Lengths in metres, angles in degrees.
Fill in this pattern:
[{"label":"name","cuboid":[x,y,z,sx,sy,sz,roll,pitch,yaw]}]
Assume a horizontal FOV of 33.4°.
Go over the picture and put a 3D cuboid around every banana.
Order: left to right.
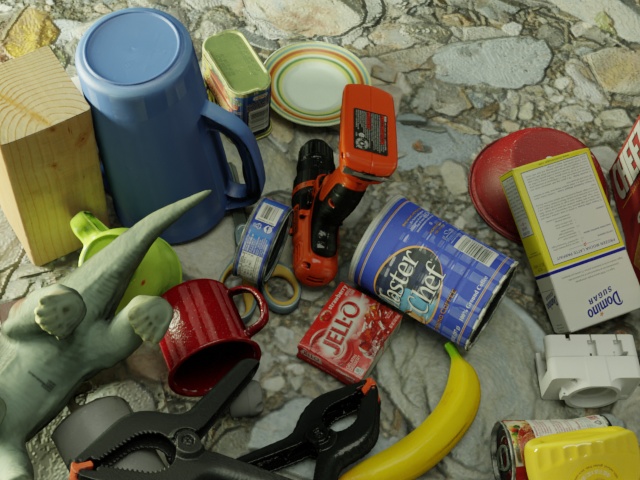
[{"label":"banana","cuboid":[0.098,0.181,1.016,0.070,0.037,0.197,19,52,37]}]

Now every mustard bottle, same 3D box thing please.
[{"label":"mustard bottle","cuboid":[0.239,0.263,0.926,0.096,0.058,0.191,-8,88,-7]}]

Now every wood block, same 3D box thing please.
[{"label":"wood block","cuboid":[-0.274,-0.076,1.051,0.090,0.206,0.091,-26,63,-20]}]

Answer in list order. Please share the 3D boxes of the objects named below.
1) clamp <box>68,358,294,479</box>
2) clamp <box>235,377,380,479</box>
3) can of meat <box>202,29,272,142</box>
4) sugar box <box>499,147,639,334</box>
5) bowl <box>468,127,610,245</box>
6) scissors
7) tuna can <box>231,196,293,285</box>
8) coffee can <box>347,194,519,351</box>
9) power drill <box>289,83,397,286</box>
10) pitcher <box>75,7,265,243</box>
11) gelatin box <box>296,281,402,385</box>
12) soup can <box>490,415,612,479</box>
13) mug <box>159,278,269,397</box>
[{"label":"clamp","cuboid":[-0.108,0.188,0.915,0.209,0.036,0.165,-13,49,-32]},{"label":"clamp","cuboid":[0.005,0.197,0.981,0.171,0.039,0.120,-38,52,-22]},{"label":"can of meat","cuboid":[-0.094,-0.174,1.201,0.057,0.084,0.102,-23,62,-18]},{"label":"sugar box","cuboid":[0.259,0.000,1.100,0.093,0.048,0.176,-17,87,-13]},{"label":"bowl","cuboid":[0.248,-0.071,1.178,0.162,0.055,0.162,2,57,-4]},{"label":"scissors","cuboid":[-0.063,0.002,1.130,0.096,0.016,0.201,7,57,-2]},{"label":"tuna can","cuboid":[-0.057,0.001,1.069,0.034,0.086,0.086,21,58,5]},{"label":"coffee can","cuboid":[0.113,0.031,1.072,0.140,0.103,0.102,31,60,15]},{"label":"power drill","cuboid":[0.018,-0.070,1.083,0.057,0.188,0.184,9,54,-15]},{"label":"pitcher","cuboid":[-0.153,-0.111,1.058,0.149,0.243,0.145,-28,62,-14]},{"label":"gelatin box","cuboid":[0.029,0.095,1.067,0.073,0.030,0.089,29,59,14]},{"label":"soup can","cuboid":[0.217,0.198,0.992,0.102,0.068,0.068,-3,57,-7]},{"label":"mug","cuboid":[-0.104,0.084,1.023,0.117,0.093,0.081,-32,56,9]}]
